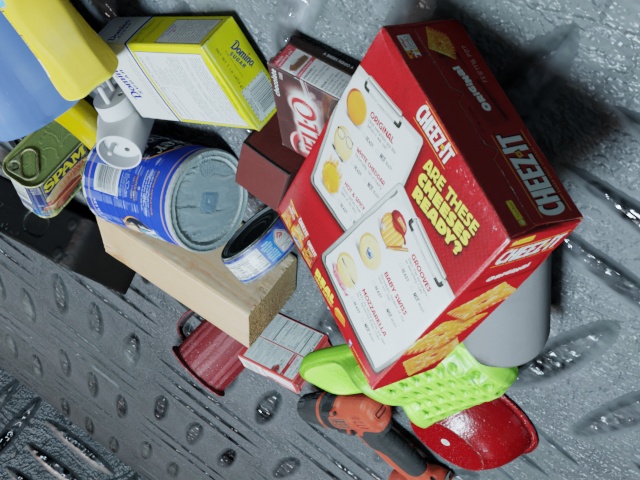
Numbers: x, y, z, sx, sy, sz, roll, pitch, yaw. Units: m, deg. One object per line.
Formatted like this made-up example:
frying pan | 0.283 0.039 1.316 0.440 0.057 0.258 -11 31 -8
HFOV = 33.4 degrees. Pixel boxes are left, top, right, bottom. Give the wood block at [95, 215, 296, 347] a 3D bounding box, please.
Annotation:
wood block | -0.135 0.015 1.179 0.206 0.090 0.091 32 156 14

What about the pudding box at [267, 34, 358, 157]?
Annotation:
pudding box | 0.009 -0.097 0.835 0.090 0.039 0.113 29 155 20

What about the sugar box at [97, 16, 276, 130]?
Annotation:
sugar box | -0.118 -0.147 0.921 0.177 0.048 0.093 16 148 48

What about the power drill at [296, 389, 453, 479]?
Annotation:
power drill | 0.068 0.262 1.375 0.187 0.057 0.185 46 155 -18

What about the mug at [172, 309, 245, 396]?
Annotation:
mug | -0.139 0.133 1.385 0.117 0.081 0.093 45 -178 26

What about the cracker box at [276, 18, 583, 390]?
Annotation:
cracker box | 0.063 -0.018 0.729 0.164 0.072 0.214 62 147 21

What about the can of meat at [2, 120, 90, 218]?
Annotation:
can of meat | -0.310 -0.086 1.233 0.057 0.102 0.084 33 158 14

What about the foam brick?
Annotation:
foam brick | -0.037 -0.071 0.932 0.051 0.053 0.078 36 157 6

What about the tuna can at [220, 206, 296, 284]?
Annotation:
tuna can | -0.057 0.001 1.049 0.033 0.086 0.086 48 155 -17

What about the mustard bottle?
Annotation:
mustard bottle | -0.245 -0.207 0.877 0.191 0.058 0.096 54 177 -22

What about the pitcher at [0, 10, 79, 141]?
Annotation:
pitcher | -0.321 -0.217 0.973 0.242 0.149 0.145 56 171 -28

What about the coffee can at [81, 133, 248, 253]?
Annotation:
coffee can | -0.157 -0.052 1.072 0.141 0.102 0.102 17 148 40

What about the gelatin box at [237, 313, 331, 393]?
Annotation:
gelatin box | -0.042 0.133 1.280 0.089 0.073 0.030 22 153 31

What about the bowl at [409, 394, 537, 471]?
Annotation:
bowl | 0.150 0.198 1.148 0.162 0.055 0.162 31 155 16

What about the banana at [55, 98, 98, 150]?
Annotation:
banana | -0.292 -0.139 1.167 0.198 0.037 0.070 32 118 25
